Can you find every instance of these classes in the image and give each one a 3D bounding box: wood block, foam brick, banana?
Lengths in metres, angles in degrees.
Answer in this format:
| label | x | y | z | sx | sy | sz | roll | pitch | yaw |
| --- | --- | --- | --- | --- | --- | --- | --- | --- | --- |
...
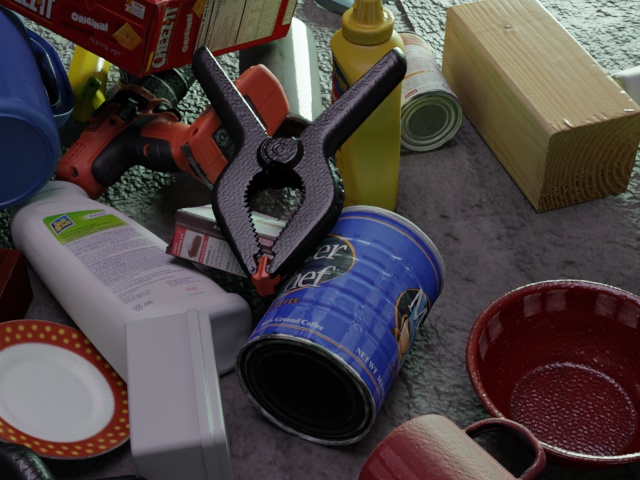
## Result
| label | x | y | z | sx | sy | sz | roll | pitch | yaw |
| --- | --- | --- | --- | --- | --- | --- | --- | --- | --- |
| wood block | 0.193 | -0.130 | 0.964 | 0.090 | 0.090 | 0.206 | -13 | 45 | -13 |
| foam brick | -0.255 | 0.048 | 0.798 | 0.053 | 0.051 | 0.078 | 7 | 43 | 6 |
| banana | -0.216 | -0.164 | 1.019 | 0.037 | 0.070 | 0.198 | 28 | 26 | -25 |

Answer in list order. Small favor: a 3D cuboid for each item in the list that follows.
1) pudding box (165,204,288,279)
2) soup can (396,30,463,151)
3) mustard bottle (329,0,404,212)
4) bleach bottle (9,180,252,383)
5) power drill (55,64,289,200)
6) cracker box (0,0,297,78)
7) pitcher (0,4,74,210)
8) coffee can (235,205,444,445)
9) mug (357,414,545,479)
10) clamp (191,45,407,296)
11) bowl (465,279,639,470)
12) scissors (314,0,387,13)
| label | x | y | z | sx | sy | sz | roll | pitch | yaw |
| --- | --- | --- | --- | --- | --- | --- | --- | --- | --- |
| pudding box | -0.055 | 0.001 | 0.817 | 0.090 | 0.039 | 0.113 | 16 | 7 | 12 |
| soup can | 0.086 | -0.138 | 0.989 | 0.068 | 0.068 | 0.102 | -9 | 44 | -10 |
| mustard bottle | 0.037 | -0.117 | 0.873 | 0.058 | 0.192 | 0.096 | -8 | 43 | -9 |
| bleach bottle | -0.163 | 0.017 | 0.825 | 0.102 | 0.068 | 0.251 | -15 | 39 | -35 |
| power drill | -0.118 | -0.104 | 0.905 | 0.188 | 0.057 | 0.184 | 2 | 48 | 44 |
| cracker box | -0.141 | -0.213 | 0.904 | 0.164 | 0.072 | 0.213 | 28 | 31 | 20 |
| pitcher | -0.285 | -0.134 | 0.880 | 0.149 | 0.145 | 0.243 | -22 | 49 | -11 |
| coffee can | 0.017 | 0.057 | 0.751 | 0.103 | 0.103 | 0.140 | 17 | 46 | 17 |
| mug | 0.084 | 0.153 | 0.654 | 0.117 | 0.093 | 0.082 | -40 | 49 | -12 |
| clamp | -0.036 | -0.061 | 0.769 | 0.165 | 0.036 | 0.210 | 8 | 62 | 14 |
| bowl | 0.179 | 0.102 | 0.738 | 0.162 | 0.055 | 0.162 | 0 | 43 | 0 |
| scissors | 0.032 | -0.235 | 1.131 | 0.096 | 0.016 | 0.201 | 3 | 43 | 5 |
